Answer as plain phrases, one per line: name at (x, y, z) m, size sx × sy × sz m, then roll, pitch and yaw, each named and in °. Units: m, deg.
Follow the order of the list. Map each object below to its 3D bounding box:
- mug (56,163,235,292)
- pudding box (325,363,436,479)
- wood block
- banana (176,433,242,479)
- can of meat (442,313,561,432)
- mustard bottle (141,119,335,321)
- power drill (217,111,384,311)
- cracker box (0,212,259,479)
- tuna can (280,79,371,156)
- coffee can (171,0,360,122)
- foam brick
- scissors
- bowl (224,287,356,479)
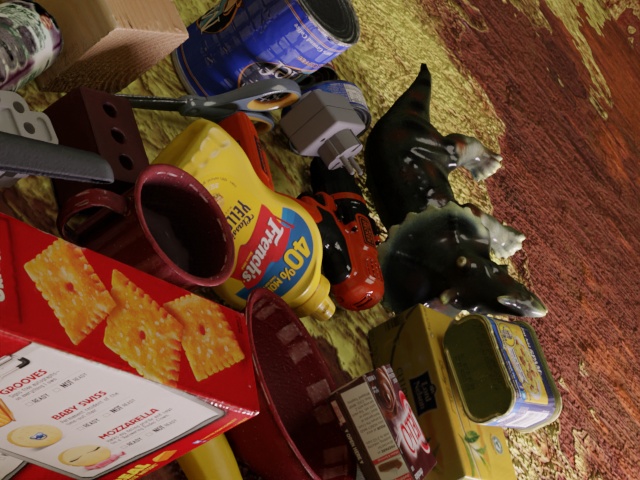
mug at (-0.127, 0.002, 0.729) m, size 0.117 × 0.082 × 0.093 m, roll 30°, pitch 40°, yaw -42°
pudding box at (0.049, 0.146, 0.821) m, size 0.090 × 0.039 × 0.113 m, roll 63°, pitch 13°, yaw 8°
wood block at (-0.198, -0.225, 0.824) m, size 0.090 × 0.090 × 0.206 m, roll -10°, pitch 72°, yaw -59°
banana at (-0.109, 0.116, 0.704) m, size 0.197 × 0.037 × 0.069 m, roll 46°, pitch 49°, yaw -20°
can of meat at (0.161, 0.118, 0.957) m, size 0.083 × 0.058 × 0.102 m, roll 16°, pitch 49°, yaw -49°
mustard bottle at (-0.055, 0.001, 0.836) m, size 0.191 × 0.096 × 0.058 m, roll 44°, pitch -9°, yaw -27°
power drill at (-0.021, -0.041, 0.962) m, size 0.187 × 0.057 × 0.184 m, roll 29°, pitch 35°, yaw -41°
cracker box at (-0.163, 0.066, 0.529) m, size 0.213 × 0.164 × 0.072 m, roll 28°, pitch 40°, yaw -43°
tuna can at (0.005, -0.120, 1.047) m, size 0.086 × 0.086 × 0.034 m, roll 14°, pitch 50°, yaw -52°
coffee can at (-0.050, -0.182, 0.962) m, size 0.102 × 0.141 × 0.103 m, roll 38°, pitch 35°, yaw -34°
foam brick at (-0.162, -0.063, 0.768) m, size 0.052 × 0.051 × 0.078 m, roll 8°, pitch 56°, yaw -55°
scissors at (-0.091, -0.121, 0.898) m, size 0.201 × 0.096 × 0.016 m, roll 10°, pitch 58°, yaw -58°
bowl at (-0.034, 0.118, 0.772) m, size 0.162 × 0.055 × 0.162 m, roll 58°, pitch 14°, yaw -25°
